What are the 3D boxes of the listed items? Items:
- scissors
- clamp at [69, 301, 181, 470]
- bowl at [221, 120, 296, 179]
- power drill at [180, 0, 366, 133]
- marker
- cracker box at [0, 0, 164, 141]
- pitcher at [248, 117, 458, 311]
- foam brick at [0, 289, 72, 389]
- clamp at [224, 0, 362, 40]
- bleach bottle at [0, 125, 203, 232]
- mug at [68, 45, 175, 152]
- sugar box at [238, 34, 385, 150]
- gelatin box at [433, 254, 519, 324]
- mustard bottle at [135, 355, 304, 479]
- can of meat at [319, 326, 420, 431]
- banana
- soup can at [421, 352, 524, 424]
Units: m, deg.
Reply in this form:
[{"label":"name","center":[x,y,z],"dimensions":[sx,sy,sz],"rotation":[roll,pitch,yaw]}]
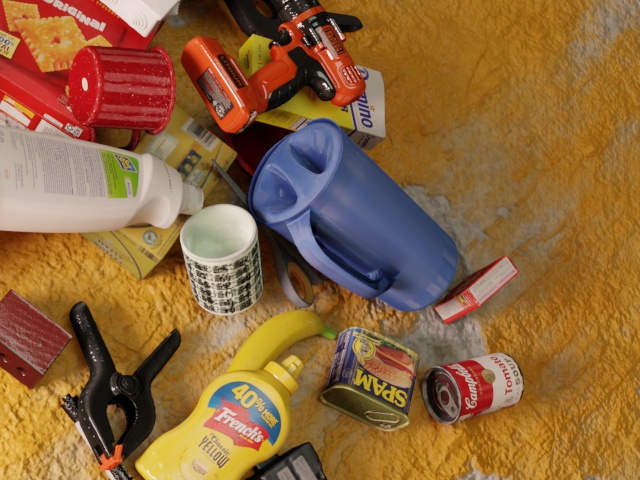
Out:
[{"label":"scissors","center":[-0.058,0.001,1.174],"dimensions":[0.201,0.016,0.096],"rotation":[41,36,-37]},{"label":"clamp","center":[-0.191,0.145,1.064],"dimensions":[0.120,0.039,0.171],"rotation":[7,59,-26]},{"label":"bowl","center":[-0.054,-0.123,1.257],"dimensions":[0.161,0.055,0.162],"rotation":[12,64,-25]},{"label":"power drill","center":[-0.057,-0.209,1.165],"dimensions":[0.187,0.057,0.184],"rotation":[-29,84,-34]},{"label":"marker","center":[-0.216,0.202,1.045],"dimensions":[0.020,0.020,0.121],"rotation":[-33,88,-36]},{"label":"cracker box","center":[-0.279,-0.221,1.163],"dimensions":[0.164,0.072,0.213],"rotation":[33,56,-14]},{"label":"pitcher","center":[0.045,-0.010,1.185],"dimensions":[0.242,0.145,0.149],"rotation":[37,79,-35]},{"label":"foam brick","center":[-0.290,0.095,1.030],"dimensions":[0.078,0.053,0.051],"rotation":[39,55,-9]},{"label":"clamp","center":[-0.039,-0.275,1.337],"dimensions":[0.210,0.036,0.164],"rotation":[40,53,-18]},{"label":"bleach bottle","center":[-0.224,-0.047,1.026],"dimensions":[0.250,0.068,0.102],"rotation":[8,59,-38]},{"label":"mug","center":[-0.206,-0.143,1.087],"dimensions":[0.081,0.093,0.117],"rotation":[-1,113,-35]},{"label":"sugar box","center":[-0.008,-0.171,1.241],"dimensions":[0.176,0.048,0.093],"rotation":[10,65,-25]},{"label":"gelatin box","center":[0.191,0.059,1.305],"dimensions":[0.089,0.073,0.030],"rotation":[-36,90,-36]},{"label":"mustard bottle","center":[-0.087,0.188,1.070],"dimensions":[0.096,0.058,0.191],"rotation":[45,71,0]},{"label":"can of meat","center":[0.058,0.154,1.200],"dimensions":[0.102,0.058,0.084],"rotation":[28,55,-17]},{"label":"banana","center":[-0.056,0.131,1.156],"dimensions":[0.069,0.037,0.197],"rotation":[50,54,-1]},{"label":"soup can","center":[0.180,0.173,1.253],"dimensions":[0.102,0.069,0.068],"rotation":[-8,73,-33]}]
